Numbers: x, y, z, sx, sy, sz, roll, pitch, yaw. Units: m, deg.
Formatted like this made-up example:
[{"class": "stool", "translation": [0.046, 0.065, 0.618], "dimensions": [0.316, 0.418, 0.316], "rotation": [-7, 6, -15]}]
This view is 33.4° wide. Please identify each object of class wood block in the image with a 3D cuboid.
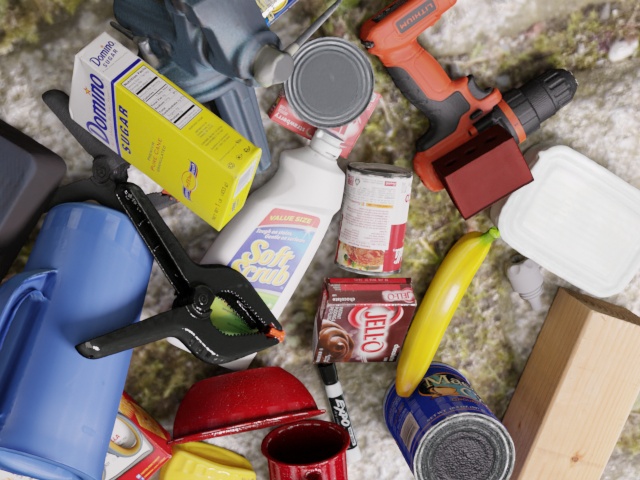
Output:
[{"class": "wood block", "translation": [0.269, 0.167, 1.137], "dimensions": [0.090, 0.090, 0.206], "rotation": [19, 100, -14]}]

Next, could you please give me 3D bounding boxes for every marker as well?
[{"class": "marker", "translation": [0.020, 0.180, 1.138], "dimensions": [0.020, 0.020, 0.121], "rotation": [-17, 106, -5]}]

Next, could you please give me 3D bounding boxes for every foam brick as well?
[{"class": "foam brick", "translation": [0.155, -0.067, 1.027], "dimensions": [0.078, 0.053, 0.051], "rotation": [-31, 113, 3]}]

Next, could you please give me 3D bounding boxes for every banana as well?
[{"class": "banana", "translation": [0.124, 0.066, 1.100], "dimensions": [0.037, 0.069, 0.198], "rotation": [27, 98, 3]}]

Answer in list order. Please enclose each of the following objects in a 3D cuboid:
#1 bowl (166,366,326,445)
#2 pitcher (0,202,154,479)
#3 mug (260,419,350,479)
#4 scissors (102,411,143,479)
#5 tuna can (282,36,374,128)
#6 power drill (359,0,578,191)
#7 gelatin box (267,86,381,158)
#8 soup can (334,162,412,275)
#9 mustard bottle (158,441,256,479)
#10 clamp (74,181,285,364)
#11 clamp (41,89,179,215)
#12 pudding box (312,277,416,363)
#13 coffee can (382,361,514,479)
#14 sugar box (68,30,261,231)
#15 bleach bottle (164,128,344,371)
[{"class": "bowl", "translation": [-0.078, 0.162, 1.064], "dimensions": [0.162, 0.162, 0.055], "rotation": [-11, 78, -6]}, {"class": "pitcher", "translation": [-0.233, 0.087, 0.953], "dimensions": [0.145, 0.149, 0.242], "rotation": [20, 66, -16]}, {"class": "mug", "translation": [-0.009, 0.249, 1.103], "dimensions": [0.093, 0.117, 0.081], "rotation": [-9, 110, -11]}, {"class": "scissors", "translation": [-0.270, 0.175, 1.018], "dimensions": [0.201, 0.016, 0.096], "rotation": [24, 96, -13]}, {"class": "tuna can", "translation": [0.007, -0.150, 1.012], "dimensions": [0.086, 0.034, 0.086], "rotation": [-1, 102, -5]}, {"class": "power drill", "translation": [0.140, -0.165, 1.049], "dimensions": [0.184, 0.057, 0.187], "rotation": [-34, 107, 1]}, {"class": "gelatin box", "translation": [0.004, -0.132, 1.050], "dimensions": [0.089, 0.030, 0.073], "rotation": [27, 99, -14]}, {"class": "soup can", "translation": [0.053, -0.023, 1.067], "dimensions": [0.068, 0.068, 0.102], "rotation": [5, 103, -10]}, {"class": "mustard bottle", "translation": [-0.147, 0.308, 1.124], "dimensions": [0.096, 0.058, 0.192], "rotation": [20, 100, -21]}, {"class": "clamp", "translation": [-0.122, 0.064, 0.964], "dimensions": [0.209, 0.036, 0.164], "rotation": [34, 57, -31]}, {"class": "clamp", "translation": [-0.206, -0.058, 1.005], "dimensions": [0.172, 0.039, 0.120], "rotation": [26, 111, 17]}, {"class": "pudding box", "translation": [0.041, 0.081, 1.077], "dimensions": [0.090, 0.039, 0.114], "rotation": [1, 145, -8]}, {"class": "coffee can", "translation": [0.128, 0.197, 1.096], "dimensions": [0.102, 0.140, 0.103], "rotation": [-2, 104, -9]}, {"class": "sugar box", "translation": [-0.138, -0.093, 0.927], "dimensions": [0.176, 0.093, 0.048], "rotation": [35, 56, 6]}, {"class": "bleach bottle", "translation": [-0.057, 0.001, 1.047], "dimensions": [0.102, 0.068, 0.251], "rotation": [26, 103, -17]}]
